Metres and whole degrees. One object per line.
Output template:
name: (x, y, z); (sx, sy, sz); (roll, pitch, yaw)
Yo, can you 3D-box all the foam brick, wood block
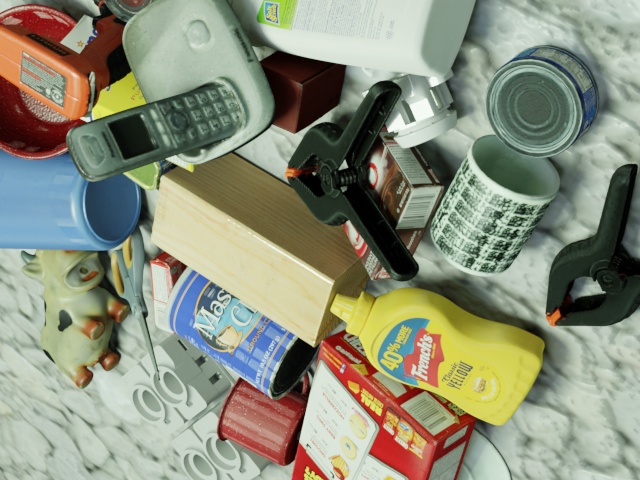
foam brick: (-0.020, -0.139, 0.959); (0.051, 0.078, 0.053); (26, 128, 21)
wood block: (-0.057, 0.002, 1.057); (0.206, 0.090, 0.090); (31, 130, 19)

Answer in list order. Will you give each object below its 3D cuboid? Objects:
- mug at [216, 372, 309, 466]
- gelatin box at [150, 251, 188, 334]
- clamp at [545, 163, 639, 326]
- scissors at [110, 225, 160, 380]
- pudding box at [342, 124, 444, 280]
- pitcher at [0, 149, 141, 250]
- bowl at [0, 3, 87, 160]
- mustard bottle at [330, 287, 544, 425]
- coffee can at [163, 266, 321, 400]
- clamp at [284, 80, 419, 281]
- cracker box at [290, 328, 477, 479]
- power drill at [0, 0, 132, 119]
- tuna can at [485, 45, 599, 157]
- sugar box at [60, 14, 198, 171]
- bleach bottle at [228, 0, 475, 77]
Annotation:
mug: (-0.050, 0.183, 1.167); (0.082, 0.093, 0.117); (24, 91, 18)
gelatin box: (-0.149, 0.046, 1.163); (0.030, 0.073, 0.089); (17, 123, 27)
clamp: (0.239, 0.013, 0.878); (0.172, 0.039, 0.120); (-36, 89, 43)
scissors: (-0.197, 0.056, 1.173); (0.202, 0.016, 0.096); (51, 133, 50)
pudding box: (0.060, -0.034, 0.959); (0.090, 0.039, 0.114); (62, 141, 39)
pitcher: (-0.325, -0.060, 1.208); (0.243, 0.144, 0.149); (4, 129, 31)
bowl: (-0.295, -0.168, 1.138); (0.162, 0.055, 0.162); (2, 98, 14)
mustard bottle: (0.100, 0.094, 0.978); (0.191, 0.058, 0.096); (24, 128, 1)
coffee can: (-0.077, 0.085, 1.111); (0.140, 0.102, 0.103); (31, 130, 19)
clamp: (0.025, -0.047, 0.943); (0.210, 0.036, 0.164); (-1, 99, 65)
cracker box: (0.059, 0.215, 1.086); (0.164, 0.071, 0.214); (39, 134, 33)
power drill: (-0.212, -0.199, 0.993); (0.184, 0.187, 0.057); (31, 136, 15)
tuna can: (0.177, -0.110, 0.858); (0.086, 0.033, 0.086); (18, 124, 28)
sugar box: (-0.178, -0.145, 1.037); (0.176, 0.093, 0.048); (26, 151, 7)
bleach bottle: (0.004, -0.205, 0.906); (0.251, 0.068, 0.102); (17, 88, 36)
